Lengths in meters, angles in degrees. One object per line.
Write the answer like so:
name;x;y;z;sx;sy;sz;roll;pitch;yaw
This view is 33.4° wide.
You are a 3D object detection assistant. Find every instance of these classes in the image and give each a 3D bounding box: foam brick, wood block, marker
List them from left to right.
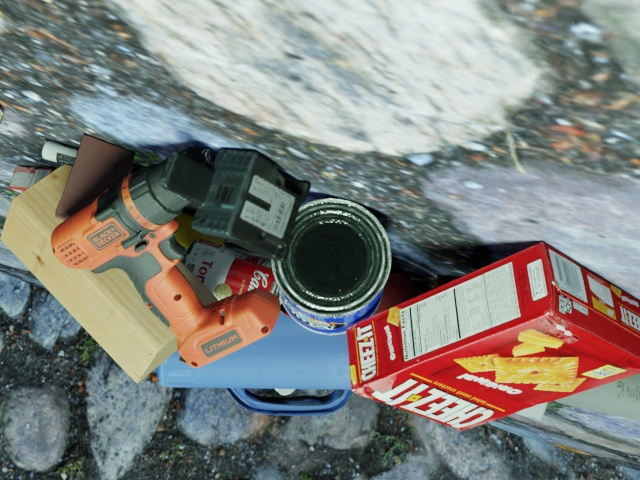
foam brick;-0.211;-0.051;1.000;0.053;0.078;0.051;20;168;-13
marker;-0.215;-0.074;1.050;0.121;0.020;0.020;17;170;8
wood block;-0.215;0.030;1.075;0.206;0.090;0.091;45;143;5

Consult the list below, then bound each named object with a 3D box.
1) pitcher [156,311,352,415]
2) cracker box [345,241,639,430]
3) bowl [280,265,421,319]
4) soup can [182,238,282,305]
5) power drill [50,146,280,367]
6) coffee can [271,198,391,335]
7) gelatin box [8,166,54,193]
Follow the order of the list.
pitcher;-0.067;0.120;1.230;0.242;0.149;0.145;-1;161;-9
cracker box;0.155;0.094;0.931;0.214;0.072;0.164;-28;141;36
bowl;0.040;0.053;1.103;0.162;0.055;0.162;6;-173;-1
soup can;-0.091;0.044;1.116;0.102;0.068;0.068;17;170;10
power drill;-0.120;0.017;0.948;0.185;0.057;0.187;-27;116;28
coffee can;0.010;0.027;0.966;0.103;0.103;0.140;17;169;4
gelatin box;-0.311;-0.060;1.250;0.089;0.030;0.073;7;166;47
